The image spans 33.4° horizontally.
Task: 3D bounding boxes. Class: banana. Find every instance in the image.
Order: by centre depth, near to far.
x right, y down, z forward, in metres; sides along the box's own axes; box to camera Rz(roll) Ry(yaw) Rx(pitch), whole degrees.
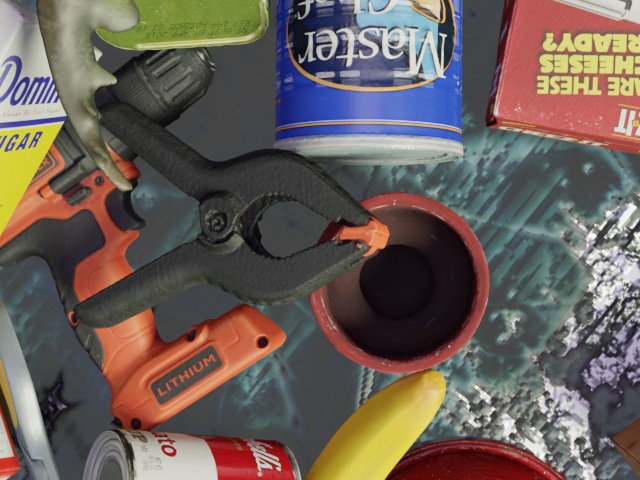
[{"bbox_3d":[0.011,0.148,0.592,0.037,0.070,0.198,25,99,-23],"label":"banana"}]

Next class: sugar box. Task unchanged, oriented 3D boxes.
[{"bbox_3d":[-0.185,-0.038,0.545,0.048,0.093,0.176,33,95,11],"label":"sugar box"}]

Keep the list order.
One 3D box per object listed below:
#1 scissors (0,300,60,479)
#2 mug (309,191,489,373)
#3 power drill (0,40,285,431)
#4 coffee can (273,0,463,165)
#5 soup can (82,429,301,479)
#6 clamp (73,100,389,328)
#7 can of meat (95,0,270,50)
[{"bbox_3d":[-0.153,0.132,0.588,0.016,0.096,0.202,-16,81,-22],"label":"scissors"},{"bbox_3d":[0.030,0.022,0.586,0.117,0.081,0.093,-1,90,4],"label":"mug"},{"bbox_3d":[-0.101,0.000,0.609,0.184,0.057,0.188,-35,85,7],"label":"power drill"},{"bbox_3d":[0.026,-0.114,0.577,0.103,0.103,0.140,1,90,4],"label":"coffee can"},{"bbox_3d":[-0.070,0.139,0.577,0.102,0.069,0.068,11,91,-31],"label":"soup can"},{"bbox_3d":[-0.054,0.001,0.547,0.172,0.039,0.120,14,97,21],"label":"clamp"},{"bbox_3d":[-0.076,-0.153,0.588,0.102,0.057,0.084,-3,54,4],"label":"can of meat"}]
